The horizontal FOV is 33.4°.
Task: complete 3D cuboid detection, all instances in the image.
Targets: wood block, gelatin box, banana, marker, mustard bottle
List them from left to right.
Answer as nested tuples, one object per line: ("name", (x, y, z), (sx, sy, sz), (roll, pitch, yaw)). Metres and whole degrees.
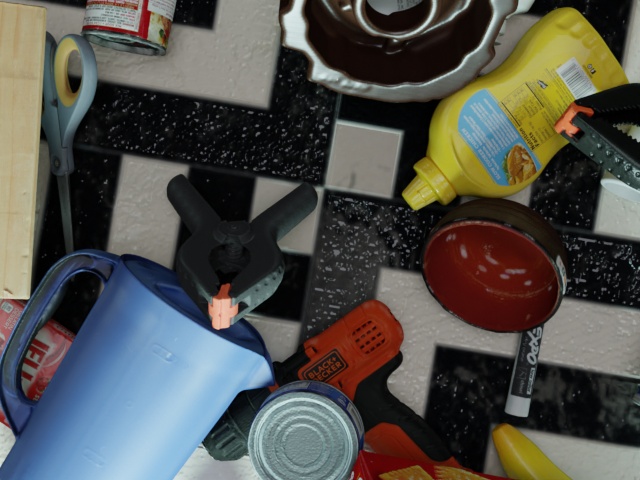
("wood block", (-0.251, -0.064, 0.774), (0.090, 0.090, 0.206), (4, 90, -17))
("gelatin box", (-0.242, 0.098, 0.854), (0.073, 0.030, 0.089), (35, 91, 0))
("mustard bottle", (0.144, -0.089, 0.838), (0.191, 0.058, 0.096), (-38, 104, 0))
("marker", (0.169, 0.081, 0.859), (0.020, 0.020, 0.121), (11, 90, 0))
("banana", (0.223, 0.209, 0.853), (0.198, 0.037, 0.069), (19, 73, -1))

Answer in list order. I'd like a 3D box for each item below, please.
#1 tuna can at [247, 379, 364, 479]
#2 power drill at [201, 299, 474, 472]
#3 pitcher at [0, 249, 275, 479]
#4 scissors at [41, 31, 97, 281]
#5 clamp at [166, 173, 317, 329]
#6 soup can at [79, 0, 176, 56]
("tuna can", (-0.011, 0.150, 0.798), (0.086, 0.033, 0.086), (1, 95, 8))
("power drill", (0.024, 0.167, 0.840), (0.184, 0.057, 0.187), (-37, 91, 6))
("pitcher", (-0.164, 0.134, 0.807), (0.149, 0.144, 0.243), (37, 95, 40))
("scissors", (-0.194, -0.073, 0.837), (0.096, 0.016, 0.202), (-16, 88, 43))
("clamp", (-0.055, 0.001, 0.803), (0.120, 0.171, 0.039), (-6, 129, -3))
("soup can", (-0.145, -0.202, 0.834), (0.068, 0.068, 0.102), (10, 90, 0))
